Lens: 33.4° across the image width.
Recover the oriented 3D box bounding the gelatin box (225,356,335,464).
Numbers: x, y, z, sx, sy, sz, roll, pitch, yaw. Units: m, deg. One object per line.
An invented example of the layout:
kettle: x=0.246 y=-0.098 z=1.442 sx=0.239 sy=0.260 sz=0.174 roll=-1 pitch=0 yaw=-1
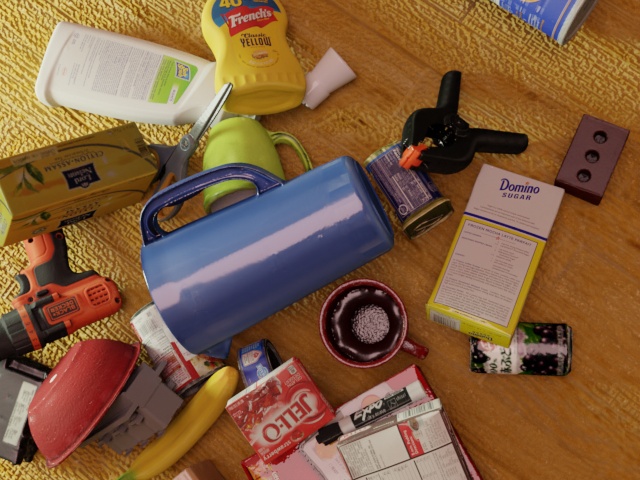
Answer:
gelatin box: x=-0.040 y=0.172 z=1.084 sx=0.089 sy=0.030 sz=0.073 roll=-34 pitch=94 yaw=5

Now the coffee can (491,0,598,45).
coffee can: x=0.226 y=-0.287 z=1.130 sx=0.140 sy=0.102 sz=0.103 roll=35 pitch=91 yaw=12

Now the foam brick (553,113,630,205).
foam brick: x=0.284 y=-0.084 z=1.123 sx=0.053 sy=0.051 sz=0.078 roll=23 pitch=88 yaw=12

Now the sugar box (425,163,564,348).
sugar box: x=0.182 y=0.014 z=1.109 sx=0.093 sy=0.048 sz=0.176 roll=20 pitch=67 yaw=13

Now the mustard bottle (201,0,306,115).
mustard bottle: x=-0.081 y=-0.230 z=1.184 sx=0.096 sy=0.058 sz=0.191 roll=-7 pitch=60 yaw=-14

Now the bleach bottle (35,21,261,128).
bleach bottle: x=-0.189 y=-0.171 z=1.212 sx=0.251 sy=0.068 sz=0.102 roll=17 pitch=86 yaw=9

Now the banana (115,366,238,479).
banana: x=-0.143 y=0.201 z=1.152 sx=0.037 sy=0.069 sz=0.198 roll=43 pitch=106 yaw=2

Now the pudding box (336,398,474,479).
pudding box: x=0.084 y=0.220 z=1.055 sx=0.113 sy=0.039 sz=0.090 roll=-22 pitch=93 yaw=7

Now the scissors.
scissors: x=-0.158 y=-0.112 z=1.174 sx=0.096 sy=0.016 sz=0.202 roll=43 pitch=125 yaw=27

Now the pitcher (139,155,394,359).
pitcher: x=-0.057 y=0.001 z=1.093 sx=0.243 sy=0.149 sz=0.145 roll=-26 pitch=56 yaw=9

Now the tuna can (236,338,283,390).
tuna can: x=-0.057 y=0.149 z=1.141 sx=0.034 sy=0.086 sz=0.086 roll=-23 pitch=81 yaw=5

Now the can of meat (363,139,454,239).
can of meat: x=0.093 y=-0.054 z=1.130 sx=0.057 sy=0.102 sz=0.084 roll=-34 pitch=77 yaw=5

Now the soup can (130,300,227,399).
soup can: x=-0.156 y=0.115 z=1.172 sx=0.068 sy=0.068 sz=0.102 roll=-34 pitch=79 yaw=5

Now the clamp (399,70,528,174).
clamp: x=0.146 y=-0.108 z=1.115 sx=0.120 sy=0.039 sz=0.171 roll=36 pitch=46 yaw=9

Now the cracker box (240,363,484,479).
cracker box: x=0.049 y=0.252 z=1.119 sx=0.214 sy=0.072 sz=0.164 roll=-30 pitch=80 yaw=5

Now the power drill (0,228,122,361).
power drill: x=-0.338 y=0.033 z=1.195 sx=0.184 sy=0.057 sz=0.188 roll=-22 pitch=80 yaw=-19

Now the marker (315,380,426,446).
marker: x=0.050 y=0.176 z=1.081 sx=0.121 sy=0.020 sz=0.020 roll=-27 pitch=80 yaw=5

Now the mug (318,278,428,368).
mug: x=0.061 y=0.094 z=1.128 sx=0.117 sy=0.081 sz=0.093 roll=24 pitch=88 yaw=12

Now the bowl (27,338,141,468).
bowl: x=-0.261 y=0.160 z=1.135 sx=0.055 sy=0.162 sz=0.162 roll=38 pitch=91 yaw=-14
